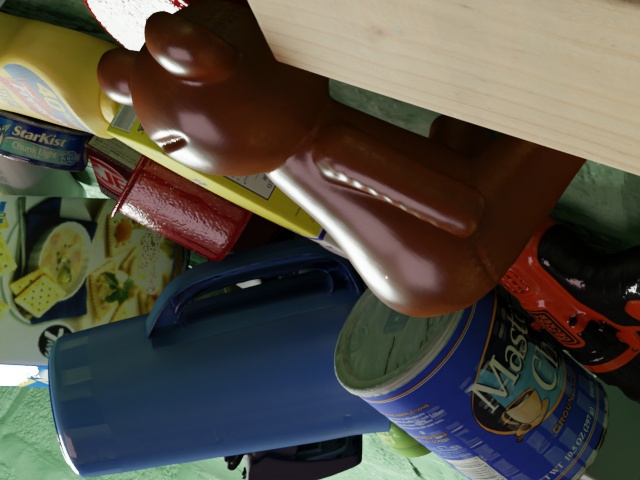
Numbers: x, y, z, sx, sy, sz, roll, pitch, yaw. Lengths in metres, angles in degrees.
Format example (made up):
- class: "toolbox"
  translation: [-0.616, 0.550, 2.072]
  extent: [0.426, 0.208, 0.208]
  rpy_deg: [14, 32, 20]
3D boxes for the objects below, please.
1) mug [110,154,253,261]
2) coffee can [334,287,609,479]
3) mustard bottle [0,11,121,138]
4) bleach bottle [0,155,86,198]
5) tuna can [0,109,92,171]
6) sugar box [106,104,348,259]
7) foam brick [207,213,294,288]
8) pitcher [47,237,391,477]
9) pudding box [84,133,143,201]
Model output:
- class: "mug"
  translation: [-0.080, -0.046, 0.722]
  extent: [0.081, 0.093, 0.117]
  rpy_deg: [29, 126, -10]
- class: "coffee can"
  translation: [0.093, 0.085, 0.654]
  extent: [0.140, 0.102, 0.103]
  rpy_deg: [39, 159, -24]
- class: "mustard bottle"
  translation: [-0.180, -0.111, 0.727]
  extent: [0.192, 0.058, 0.096]
  rpy_deg: [18, 159, 32]
- class: "bleach bottle"
  translation: [-0.282, -0.092, 0.927]
  extent: [0.103, 0.068, 0.251]
  rpy_deg: [24, 158, 12]
- class: "tuna can"
  translation: [-0.222, -0.082, 0.841]
  extent: [0.086, 0.034, 0.086]
  rpy_deg: [16, -170, -3]
- class: "sugar box"
  translation: [-0.033, -0.037, 0.643]
  extent: [0.176, 0.048, 0.093]
  rpy_deg: [31, 177, -32]
- class: "foam brick"
  translation: [-0.055, 0.001, 0.837]
  extent: [0.051, 0.053, 0.078]
  rpy_deg: [26, 160, 11]
- class: "pitcher"
  translation: [-0.075, 0.093, 0.797]
  extent: [0.242, 0.149, 0.145]
  rpy_deg: [-11, 173, -4]
- class: "pudding box"
  translation: [-0.128, -0.043, 0.852]
  extent: [0.113, 0.039, 0.090]
  rpy_deg: [28, 161, 8]
